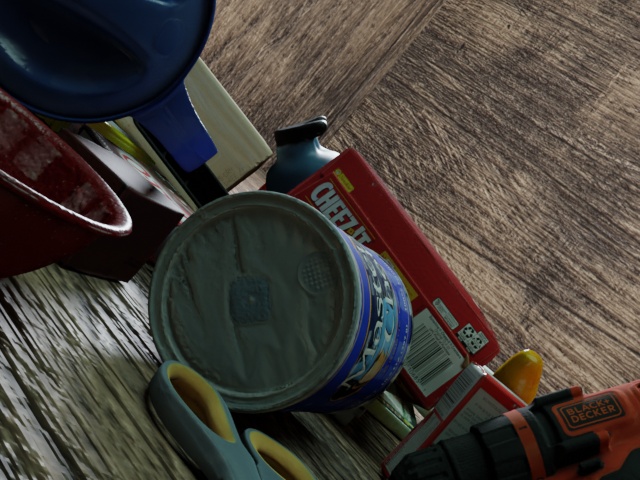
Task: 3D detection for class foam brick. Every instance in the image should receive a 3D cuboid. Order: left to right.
[{"bbox_3d":[-0.118,-0.016,0.563,0.051,0.053,0.078,41,2,17],"label":"foam brick"}]

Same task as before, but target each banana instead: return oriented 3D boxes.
[{"bbox_3d":[0.101,0.127,0.731,0.037,0.069,0.198,13,-20,-8],"label":"banana"}]

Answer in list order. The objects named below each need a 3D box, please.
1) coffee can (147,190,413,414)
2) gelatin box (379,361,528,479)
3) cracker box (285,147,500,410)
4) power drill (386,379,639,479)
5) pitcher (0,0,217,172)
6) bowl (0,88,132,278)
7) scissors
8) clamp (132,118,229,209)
[{"bbox_3d":[-0.014,0.038,0.553,0.103,0.103,0.140,41,3,18],"label":"coffee can"},{"bbox_3d":[0.092,0.129,0.641,0.073,0.089,0.030,40,4,-15],"label":"gelatin box"},{"bbox_3d":[0.037,0.030,0.769,0.164,0.072,0.214,53,-5,2],"label":"cracker box"},{"bbox_3d":[0.144,0.158,0.547,0.188,0.184,0.057,-113,-171,-47],"label":"power drill"},{"bbox_3d":[-0.124,-0.126,0.646,0.145,0.149,0.243,9,4,-6],"label":"pitcher"},{"bbox_3d":[-0.150,-0.034,0.395,0.162,0.055,0.162,40,3,-3],"label":"bowl"},{"bbox_3d":[-0.015,0.105,0.391,0.096,0.016,0.202,38,4,-32],"label":"scissors"},{"bbox_3d":[-0.055,0.001,0.797,0.165,0.036,0.210,45,-10,48],"label":"clamp"}]
